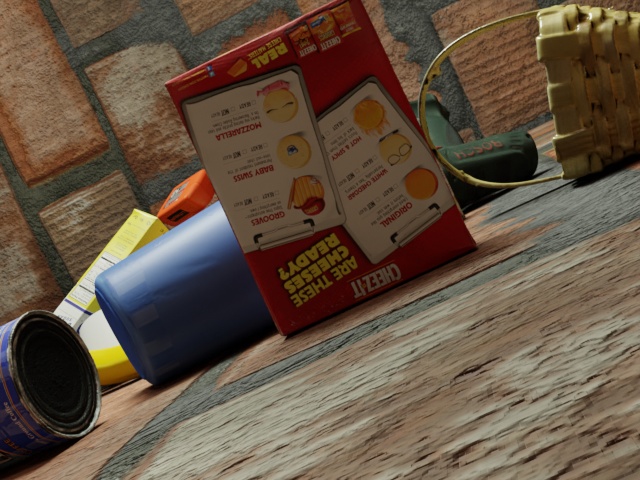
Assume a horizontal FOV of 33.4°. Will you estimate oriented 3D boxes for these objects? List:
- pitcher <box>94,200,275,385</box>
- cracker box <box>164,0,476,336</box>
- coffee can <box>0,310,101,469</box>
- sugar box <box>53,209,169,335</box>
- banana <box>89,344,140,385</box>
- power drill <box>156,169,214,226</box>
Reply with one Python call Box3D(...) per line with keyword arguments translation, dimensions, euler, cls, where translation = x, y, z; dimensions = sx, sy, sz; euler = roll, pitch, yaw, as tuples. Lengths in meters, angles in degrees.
Box3D(translation=(-0.074, 0.020, 0.945), dimensions=(0.242, 0.145, 0.149), euler=(-29, -17, -17), cls="pitcher")
Box3D(translation=(0.000, -0.058, 0.827), dimensions=(0.164, 0.214, 0.072), euler=(-25, 0, 5), cls="cracker box")
Box3D(translation=(-0.256, 0.126, 0.823), dimensions=(0.140, 0.103, 0.102), euler=(-25, 2, 20), cls="coffee can")
Box3D(translation=(-0.231, 0.060, 1.225), dimensions=(0.048, 0.093, 0.176), euler=(21, 69, 34), cls="sugar box")
Box3D(translation=(-0.184, 0.105, 1.073), dimensions=(0.198, 0.070, 0.037), euler=(-31, -34, 12), cls="banana")
Box3D(translation=(-0.103, -0.007, 1.356), dimensions=(0.185, 0.187, 0.057), euler=(-25, 30, 53), cls="power drill")
